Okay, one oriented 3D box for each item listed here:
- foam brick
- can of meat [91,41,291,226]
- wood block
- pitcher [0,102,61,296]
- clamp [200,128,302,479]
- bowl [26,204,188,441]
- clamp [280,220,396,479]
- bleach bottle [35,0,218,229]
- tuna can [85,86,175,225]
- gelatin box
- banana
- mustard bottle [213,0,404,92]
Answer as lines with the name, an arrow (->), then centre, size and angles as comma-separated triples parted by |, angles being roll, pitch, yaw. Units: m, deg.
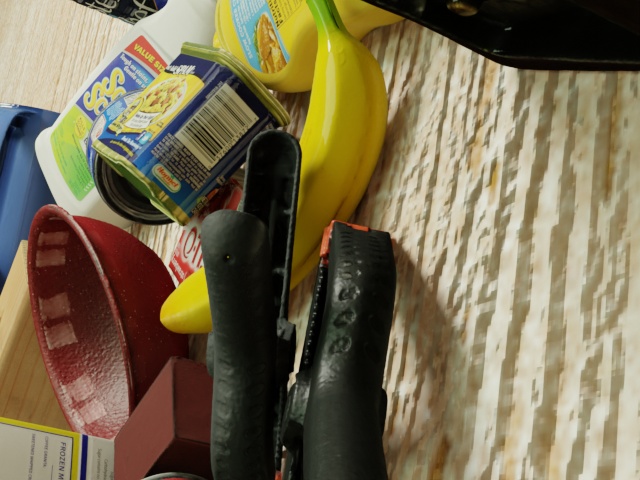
foam brick -> -0.067, 0.105, 0.540 | 0.078, 0.053, 0.051 | -52, 31, 35
can of meat -> -0.076, -0.061, 0.603 | 0.084, 0.057, 0.102 | -47, 26, -7
wood block -> -0.207, 0.118, 0.775 | 0.206, 0.090, 0.091 | -66, 24, 12
pitcher -> -0.260, 0.010, 0.903 | 0.145, 0.149, 0.243 | -2, 74, 49
clamp -> -0.028, 0.038, 0.466 | 0.120, 0.039, 0.171 | -66, -17, -58
bowl -> -0.124, 0.052, 0.647 | 0.162, 0.055, 0.162 | 29, 125, 51
clamp -> 0.006, 0.065, 0.394 | 0.165, 0.036, 0.210 | 109, 173, -52
bleach bottle -> -0.120, -0.110, 0.762 | 0.251, 0.067, 0.102 | -45, 63, 41
tuna can -> -0.106, -0.053, 0.689 | 0.086, 0.086, 0.034 | -63, 28, 17
gelatin box -> -0.054, 0.001, 0.610 | 0.073, 0.030, 0.089 | -67, 25, 11
banana -> -0.017, -0.019, 0.521 | 0.070, 0.037, 0.198 | 45, 116, 35
mustard bottle -> -0.010, -0.133, 0.570 | 0.192, 0.058, 0.096 | -30, 71, 56
